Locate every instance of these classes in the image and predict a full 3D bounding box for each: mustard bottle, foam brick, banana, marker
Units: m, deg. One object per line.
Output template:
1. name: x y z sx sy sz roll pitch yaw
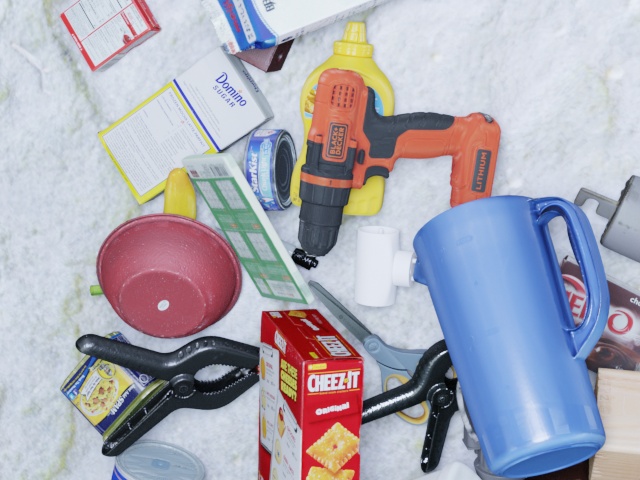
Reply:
1. mustard bottle: 0.026 -0.125 1.085 0.096 0.058 0.192 8 103 8
2. foam brick: -0.054 -0.219 1.094 0.051 0.053 0.078 29 109 10
3. banana: -0.178 0.004 1.170 0.198 0.069 0.037 -52 45 26
4. marker: -0.058 0.001 1.158 0.121 0.020 0.020 25 107 11

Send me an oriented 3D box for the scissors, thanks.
1. scissors: 0.076 0.106 1.116 0.096 0.016 0.201 -26 108 11

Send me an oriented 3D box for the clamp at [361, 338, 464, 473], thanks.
1. clamp: 0.110 0.154 1.099 0.120 0.039 0.171 25 104 -26

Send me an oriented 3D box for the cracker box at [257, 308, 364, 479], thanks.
1. cracker box: -0.012 0.195 1.104 0.072 0.164 0.214 -2 105 -18

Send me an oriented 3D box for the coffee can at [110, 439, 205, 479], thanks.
1. coffee can: -0.198 0.315 1.221 0.103 0.102 0.140 19 106 12

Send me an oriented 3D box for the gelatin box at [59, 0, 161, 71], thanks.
1. gelatin box: -0.227 -0.237 1.156 0.089 0.030 0.073 -31 90 20

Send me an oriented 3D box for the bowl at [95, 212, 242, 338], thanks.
1. bowl: -0.166 0.052 1.149 0.162 0.055 0.162 1 124 2

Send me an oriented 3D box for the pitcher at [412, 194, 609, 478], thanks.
1. pitcher: 0.185 0.084 0.984 0.145 0.149 0.243 -9 64 -10

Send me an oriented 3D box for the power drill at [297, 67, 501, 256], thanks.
1. power drill: 0.074 -0.066 1.044 0.187 0.057 0.184 6 103 -11

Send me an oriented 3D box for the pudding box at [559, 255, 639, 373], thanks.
1. pudding box: 0.274 0.079 1.061 0.113 0.039 0.090 26 107 10

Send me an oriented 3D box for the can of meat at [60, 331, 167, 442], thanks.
1. can of meat: -0.239 0.166 1.228 0.084 0.057 0.102 45 109 7

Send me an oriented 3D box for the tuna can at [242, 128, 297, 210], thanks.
1. tuna can: -0.051 -0.073 1.105 0.034 0.086 0.086 1 101 15

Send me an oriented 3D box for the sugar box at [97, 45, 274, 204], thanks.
1. sugar box: -0.145 -0.123 1.146 0.176 0.048 0.093 -31 93 17

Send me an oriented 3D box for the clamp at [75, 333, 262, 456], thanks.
1. clamp: -0.156 0.161 1.168 0.209 0.036 0.165 -6 123 -14
